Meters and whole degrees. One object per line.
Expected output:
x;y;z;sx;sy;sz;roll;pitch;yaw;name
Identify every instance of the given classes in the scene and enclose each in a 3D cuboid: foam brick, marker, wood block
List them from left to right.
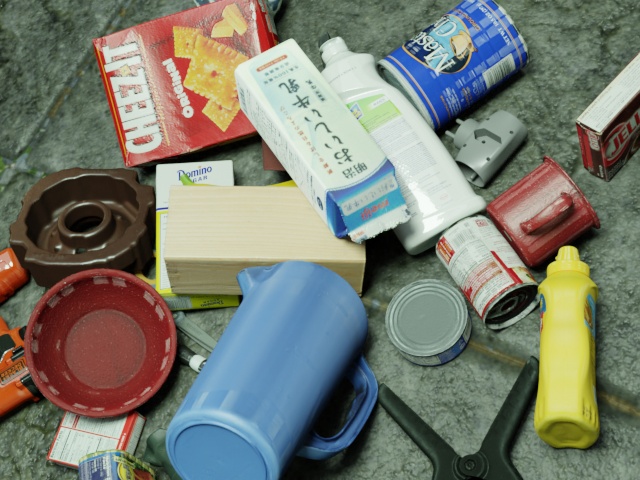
-0.114;0.145;1.158;0.121;0.020;0.020;26;73;30;marker
-0.057;0.001;1.141;0.206;0.090;0.091;1;61;-1;wood block
-0.038;-0.122;1.214;0.051;0.078;0.053;1;22;5;foam brick

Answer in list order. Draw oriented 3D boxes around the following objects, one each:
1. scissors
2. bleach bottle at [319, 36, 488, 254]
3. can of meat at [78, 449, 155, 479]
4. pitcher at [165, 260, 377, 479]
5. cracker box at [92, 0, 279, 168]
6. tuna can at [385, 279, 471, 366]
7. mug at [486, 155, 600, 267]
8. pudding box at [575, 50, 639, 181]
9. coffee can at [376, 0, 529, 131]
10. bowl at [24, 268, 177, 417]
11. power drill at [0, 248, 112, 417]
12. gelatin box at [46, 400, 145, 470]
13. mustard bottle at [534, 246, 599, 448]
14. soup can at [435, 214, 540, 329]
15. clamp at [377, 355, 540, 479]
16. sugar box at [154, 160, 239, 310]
-0.161;0.069;1.219;0.202;0.016;0.096;17;67;24;scissors
0.077;-0.115;1.158;0.102;0.068;0.251;-29;77;2;bleach bottle
-0.201;0.266;1.074;0.057;0.102;0.084;-19;55;9;can of meat
-0.041;0.139;1.013;0.149;0.145;0.242;5;31;18;pitcher
-0.149;-0.192;1.285;0.214;0.072;0.164;-14;91;11;cracker box
0.112;0.085;1.101;0.086;0.033;0.086;-9;60;15;tuna can
0.224;-0.025;1.079;0.081;0.117;0.093;-37;90;3;mug
0.318;-0.130;1.114;0.039;0.090;0.113;36;78;32;pudding box
0.149;-0.199;1.205;0.140;0.102;0.103;-36;57;-2;coffee can
-0.237;0.114;1.164;0.162;0.055;0.162;1;76;-5;bowl
-0.349;0.098;1.245;0.184;0.057;0.188;-32;55;-7;power drill
-0.243;0.215;1.159;0.089;0.030;0.073;7;66;23;gelatin box
0.235;0.093;1.015;0.058;0.096;0.191;-2;62;19;mustard bottle
0.170;0.031;1.091;0.068;0.068;0.102;-32;56;0;soup can
0.153;0.211;1.015;0.164;0.036;0.210;-19;60;10;clamp
-0.142;-0.008;1.228;0.093;0.048;0.176;-3;57;-1;sugar box
